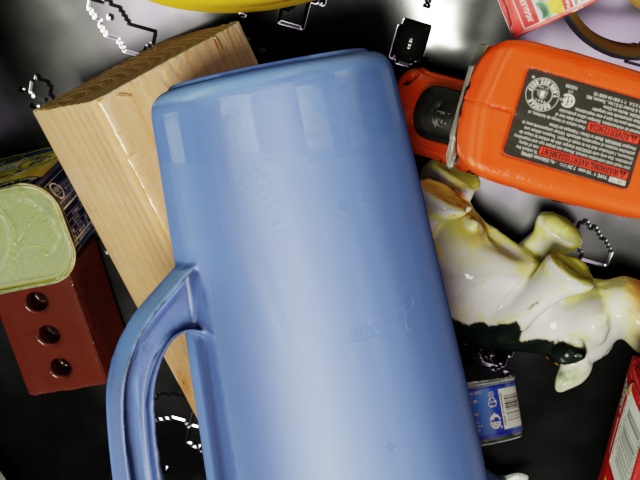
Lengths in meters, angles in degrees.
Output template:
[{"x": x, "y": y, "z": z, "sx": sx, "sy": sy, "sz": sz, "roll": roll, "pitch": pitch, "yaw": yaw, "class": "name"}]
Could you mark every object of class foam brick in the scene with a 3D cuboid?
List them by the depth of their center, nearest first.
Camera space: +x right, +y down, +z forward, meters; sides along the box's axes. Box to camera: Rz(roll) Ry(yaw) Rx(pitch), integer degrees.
[{"x": -0.154, "y": 0.045, "z": 0.637, "sx": 0.053, "sy": 0.051, "sz": 0.078, "roll": -10, "pitch": 111, "yaw": 11, "class": "foam brick"}]

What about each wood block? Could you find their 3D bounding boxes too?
[{"x": -0.054, "y": 0.001, "z": 0.568, "sx": 0.090, "sy": 0.090, "sz": 0.206, "roll": -34, "pitch": 111, "yaw": -27, "class": "wood block"}]

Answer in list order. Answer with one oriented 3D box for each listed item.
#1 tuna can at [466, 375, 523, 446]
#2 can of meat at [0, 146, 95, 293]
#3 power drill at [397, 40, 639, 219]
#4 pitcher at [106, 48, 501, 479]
[{"x": 0.067, "y": 0.096, "z": 0.585, "sx": 0.086, "sy": 0.086, "sz": 0.034, "roll": -10, "pitch": 82, "yaw": 11, "class": "tuna can"}, {"x": -0.176, "y": -0.012, "z": 0.597, "sx": 0.102, "sy": 0.084, "sz": 0.057, "roll": -12, "pitch": 111, "yaw": 11, "class": "can of meat"}, {"x": 0.123, "y": -0.042, "z": 0.497, "sx": 0.184, "sy": 0.187, "sz": 0.057, "roll": 14, "pitch": 93, "yaw": 1, "class": "power drill"}, {"x": -0.009, "y": 0.046, "z": 0.472, "sx": 0.145, "sy": 0.149, "sz": 0.243, "roll": -9, "pitch": 97, "yaw": 16, "class": "pitcher"}]
